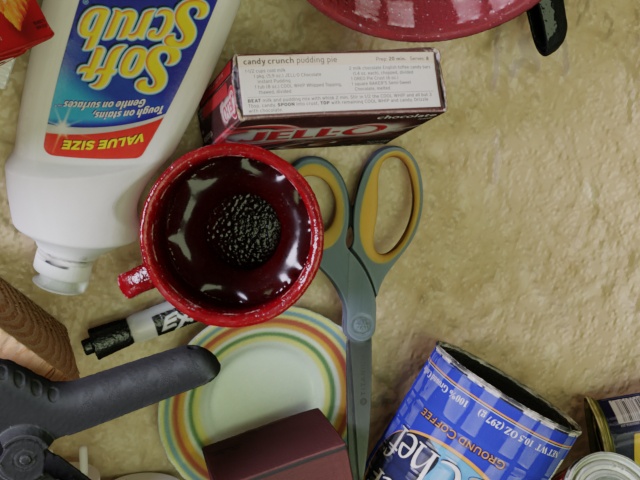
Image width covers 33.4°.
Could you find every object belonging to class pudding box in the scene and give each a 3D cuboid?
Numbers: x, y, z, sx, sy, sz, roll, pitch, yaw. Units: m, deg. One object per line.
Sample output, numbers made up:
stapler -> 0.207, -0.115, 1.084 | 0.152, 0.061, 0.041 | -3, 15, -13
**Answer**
pudding box -> -0.002, -0.073, 0.569 | 0.113, 0.090, 0.039 | -7, 87, -17

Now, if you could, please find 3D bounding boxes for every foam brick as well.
foam brick -> -0.023, 0.142, 0.626 | 0.078, 0.053, 0.051 | -17, 111, -11

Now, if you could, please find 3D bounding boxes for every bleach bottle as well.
bleach bottle -> -0.097, -0.090, 0.552 | 0.102, 0.068, 0.251 | 13, 104, -19

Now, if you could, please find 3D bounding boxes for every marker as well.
marker -> -0.080, 0.041, 0.619 | 0.121, 0.020, 0.020 | -20, 111, -11

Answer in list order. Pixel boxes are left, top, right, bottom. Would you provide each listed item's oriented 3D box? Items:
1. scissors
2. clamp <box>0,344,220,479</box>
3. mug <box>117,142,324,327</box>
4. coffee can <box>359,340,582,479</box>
scissors -> 0.006, 0.037, 0.629 | 0.096, 0.016, 0.202 | 16, 89, -14
clamp -> -0.137, 0.106, 0.513 | 0.171, 0.039, 0.120 | 3, 102, -13
mug -> -0.054, 0.001, 0.572 | 0.117, 0.081, 0.093 | -28, 92, 4
coffee can -> 0.080, 0.148, 0.657 | 0.102, 0.103, 0.140 | 28, 96, -23
